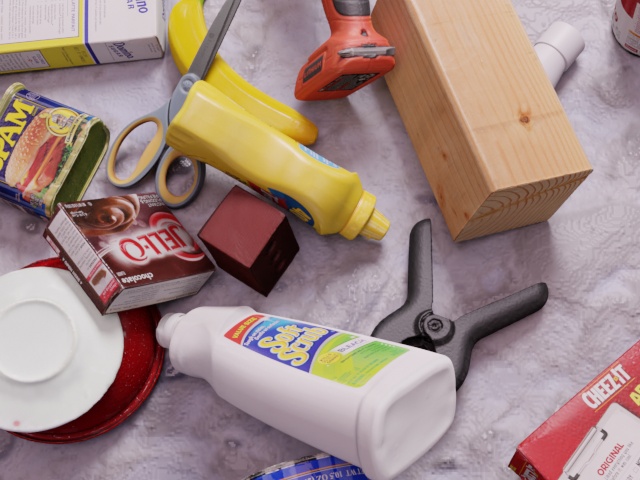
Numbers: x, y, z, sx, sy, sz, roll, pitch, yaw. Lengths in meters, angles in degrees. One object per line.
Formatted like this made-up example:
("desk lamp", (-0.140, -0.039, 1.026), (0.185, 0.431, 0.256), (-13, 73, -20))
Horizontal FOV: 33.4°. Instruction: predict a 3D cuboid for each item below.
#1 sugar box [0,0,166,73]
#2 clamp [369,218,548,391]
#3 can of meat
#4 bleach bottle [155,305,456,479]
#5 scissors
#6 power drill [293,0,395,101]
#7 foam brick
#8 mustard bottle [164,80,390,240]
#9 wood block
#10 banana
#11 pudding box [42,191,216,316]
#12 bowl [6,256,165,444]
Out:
("sugar box", (-0.229, -0.204, 0.962), (0.176, 0.048, 0.093), (-3, 71, 2))
("clamp", (0.082, 0.062, 0.828), (0.120, 0.039, 0.171), (36, 67, 24))
("can of meat", (-0.240, -0.072, 0.912), (0.084, 0.057, 0.102), (22, 76, 11))
("bleach bottle", (-0.031, 0.096, 0.781), (0.251, 0.102, 0.068), (12, 116, 38))
("scissors", (-0.101, -0.111, 0.899), (0.096, 0.016, 0.202), (45, 100, 8))
("power drill", (-0.002, -0.216, 0.893), (0.057, 0.185, 0.187), (-9, 87, -23))
("foam brick", (-0.056, 0.001, 0.852), (0.051, 0.078, 0.053), (32, 78, 17))
("mustard bottle", (-0.029, -0.055, 0.851), (0.191, 0.096, 0.058), (30, 86, -8))
("wood block", (0.120, -0.116, 0.851), (0.090, 0.090, 0.206), (-13, 68, -20))
("banana", (-0.081, -0.147, 0.926), (0.069, 0.037, 0.198), (-34, 71, -3))
("pudding box", (-0.150, 0.008, 0.846), (0.090, 0.113, 0.039), (48, 122, 19))
("bowl", (-0.205, 0.075, 0.842), (0.162, 0.055, 0.162), (1, 65, -3))
